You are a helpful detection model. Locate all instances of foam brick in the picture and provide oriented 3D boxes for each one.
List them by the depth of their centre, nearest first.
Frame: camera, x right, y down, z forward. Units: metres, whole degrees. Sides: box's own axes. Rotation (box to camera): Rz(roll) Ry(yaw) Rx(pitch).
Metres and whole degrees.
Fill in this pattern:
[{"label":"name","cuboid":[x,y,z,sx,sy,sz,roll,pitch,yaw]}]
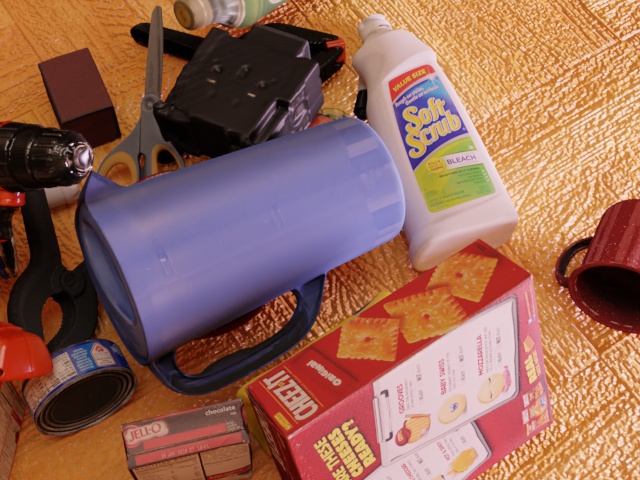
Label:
[{"label":"foam brick","cuboid":[-0.227,-0.132,1.003,0.051,0.053,0.078,-21,62,-12]}]

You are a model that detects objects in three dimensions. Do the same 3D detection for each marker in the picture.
[{"label":"marker","cuboid":[0.048,-0.169,1.046,0.020,0.020,0.121,7,60,3]}]

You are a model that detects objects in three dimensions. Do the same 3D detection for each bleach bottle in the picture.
[{"label":"bleach bottle","cuboid":[0.085,-0.101,0.973,0.102,0.068,0.251,-16,65,-14]}]

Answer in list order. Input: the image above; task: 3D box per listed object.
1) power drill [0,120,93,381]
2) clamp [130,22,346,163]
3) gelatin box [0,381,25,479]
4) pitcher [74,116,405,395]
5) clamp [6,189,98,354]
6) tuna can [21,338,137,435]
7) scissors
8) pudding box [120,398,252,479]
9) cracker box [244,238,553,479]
[{"label":"power drill","cuboid":[-0.235,0.006,0.790,0.185,0.057,0.188,5,94,39]},{"label":"clamp","cuboid":[-0.078,-0.153,1.026,0.210,0.036,0.164,-7,62,0]},{"label":"gelatin box","cuboid":[-0.260,0.152,0.829,0.030,0.073,0.089,5,61,3]},{"label":"pitcher","cuboid":[-0.055,0.001,0.833,0.242,0.149,0.145,-23,48,-20]},{"label":"clamp","cuboid":[-0.224,0.027,0.893,0.120,0.039,0.171,32,58,-25]},{"label":"tuna can","cuboid":[-0.191,0.116,0.843,0.086,0.086,0.034,-27,62,-15]},{"label":"scissors","cuboid":[-0.172,-0.111,0.979,0.096,0.016,0.202,-15,78,7]},{"label":"pudding box","cuboid":[-0.097,0.158,0.804,0.090,0.113,0.039,-11,64,-7]},{"label":"cracker box","cuboid":[0.066,0.122,0.795,0.213,0.164,0.072,-30,40,-17]}]
